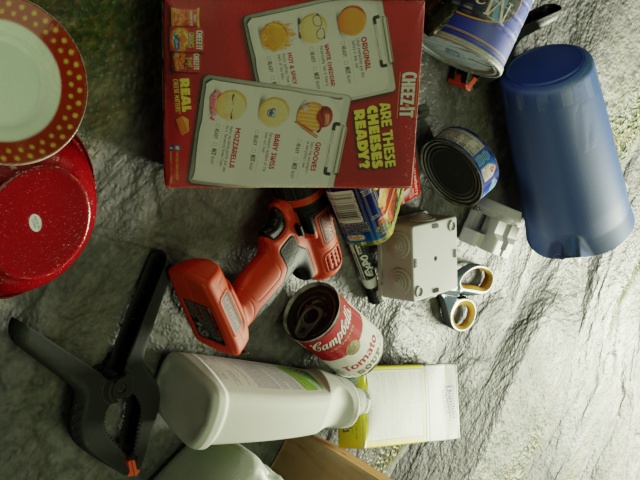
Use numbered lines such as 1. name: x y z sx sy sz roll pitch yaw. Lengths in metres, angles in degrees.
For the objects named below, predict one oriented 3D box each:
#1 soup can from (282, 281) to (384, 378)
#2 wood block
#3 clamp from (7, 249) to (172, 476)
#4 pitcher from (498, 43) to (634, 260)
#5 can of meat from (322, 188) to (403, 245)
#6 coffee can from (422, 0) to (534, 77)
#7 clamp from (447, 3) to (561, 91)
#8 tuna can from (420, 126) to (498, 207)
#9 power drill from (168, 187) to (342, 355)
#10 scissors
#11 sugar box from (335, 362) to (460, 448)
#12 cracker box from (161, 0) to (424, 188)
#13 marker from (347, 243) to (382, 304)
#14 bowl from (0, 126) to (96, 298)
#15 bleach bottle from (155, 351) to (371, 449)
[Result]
1. soup can: 0.015 0.096 1.124 0.068 0.069 0.102 -57 137 -10
2. wood block: 0.043 0.289 1.133 0.090 0.206 0.090 34 83 -47
3. clamp: -0.183 0.118 0.962 0.164 0.036 0.210 -34 128 -34
4. pitcher: 0.289 -0.111 1.270 0.145 0.149 0.243 -30 125 -13
5. can of meat: 0.041 -0.057 1.035 0.102 0.058 0.084 -70 147 -45
6. coffee can: 0.167 -0.252 1.093 0.102 0.103 0.140 26 89 -47
7. clamp: 0.207 -0.233 1.188 0.120 0.039 0.171 33 90 -42
8. tuna can: 0.152 -0.081 1.167 0.033 0.086 0.086 -39 131 -28
9. power drill: -0.057 0.001 1.004 0.187 0.057 0.184 -44 133 -32
10. scissors: 0.137 0.070 1.268 0.201 0.016 0.096 -6 111 -43
11. sugar box: 0.092 0.189 1.237 0.175 0.048 0.093 7 78 -48
12. cracker box: -0.027 -0.130 0.909 0.213 0.072 0.164 -1 112 -8
13. marker: 0.047 0.024 1.158 0.020 0.020 0.121 -41 131 -24
14. bowl: -0.234 -0.021 0.838 0.161 0.055 0.162 -19 120 -38
15. bleach bottle: -0.040 0.162 1.068 0.250 0.103 0.068 11 108 -43
